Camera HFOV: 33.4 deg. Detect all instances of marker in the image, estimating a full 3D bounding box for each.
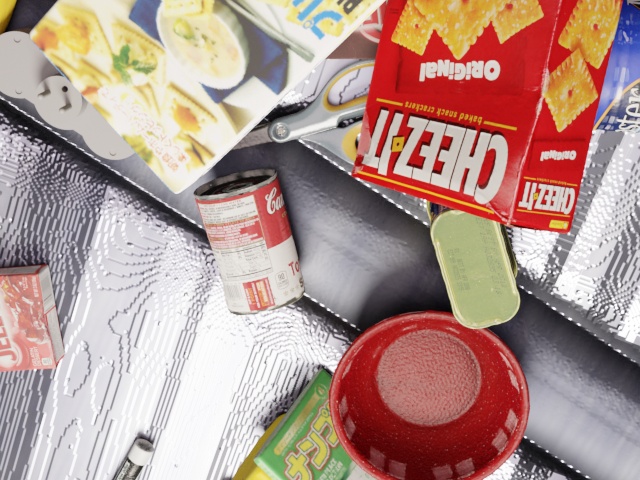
[{"bbox_3d":[-0.185,0.231,0.962,0.020,0.020,0.121,30,108,-4],"label":"marker"}]

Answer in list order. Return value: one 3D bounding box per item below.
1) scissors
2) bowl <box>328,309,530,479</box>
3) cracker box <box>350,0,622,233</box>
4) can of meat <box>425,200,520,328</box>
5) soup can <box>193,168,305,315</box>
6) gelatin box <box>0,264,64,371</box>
[{"bbox_3d":[-0.015,-0.075,0.852,0.202,0.016,0.096,-27,102,14],"label":"scissors"},{"bbox_3d":[0.089,0.125,0.881,0.162,0.055,0.162,2,107,5],"label":"bowl"},{"bbox_3d":[0.112,-0.128,0.728,0.071,0.164,0.214,5,100,-39],"label":"cracker box"},{"bbox_3d":[0.119,0.008,0.827,0.057,0.084,0.102,-16,105,10],"label":"can of meat"},{"bbox_3d":[-0.056,0.001,0.852,0.068,0.068,0.102,-11,106,9],"label":"soup can"},{"bbox_3d":[-0.265,0.068,0.915,0.073,0.030,0.089,-4,106,7],"label":"gelatin box"}]
